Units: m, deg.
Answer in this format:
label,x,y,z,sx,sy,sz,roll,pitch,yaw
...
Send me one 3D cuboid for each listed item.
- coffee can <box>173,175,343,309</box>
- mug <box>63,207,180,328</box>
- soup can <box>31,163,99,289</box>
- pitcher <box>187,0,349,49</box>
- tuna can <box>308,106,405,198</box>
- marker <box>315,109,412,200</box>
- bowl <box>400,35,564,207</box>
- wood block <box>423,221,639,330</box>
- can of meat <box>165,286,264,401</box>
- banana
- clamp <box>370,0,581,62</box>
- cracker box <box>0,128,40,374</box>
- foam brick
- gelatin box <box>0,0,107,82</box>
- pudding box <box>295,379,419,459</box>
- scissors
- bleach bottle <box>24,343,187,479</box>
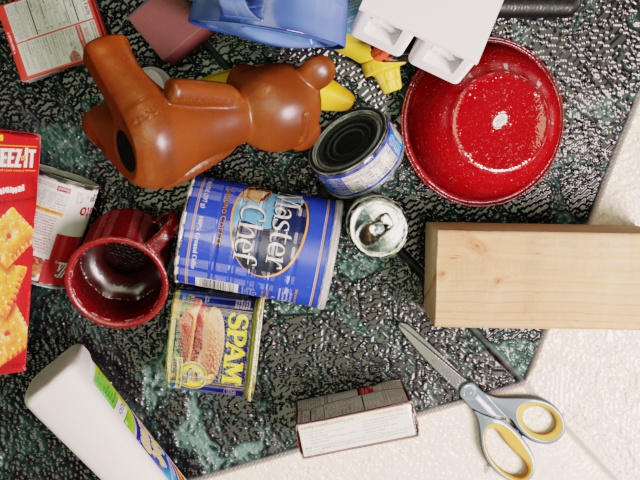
label,x,y,z,sx,sy,sz,roll,pitch,yaw
coffee can,-0.056,0.001,0.985,0.140,0.103,0.103,10,97,-1
mug,-0.174,0.014,0.984,0.117,0.081,0.093,-41,109,18
soup can,-0.255,-0.014,1.000,0.068,0.068,0.102,19,96,-3
pitcher,-0.029,-0.282,0.866,0.144,0.149,0.243,6,97,-28
tuna can,0.032,-0.082,0.982,0.086,0.086,0.033,-37,128,4
marker,0.043,-0.079,1.018,0.121,0.020,0.020,-41,95,4
bowl,0.158,-0.109,0.986,0.162,0.055,0.162,-1,97,-9
wood block,0.205,0.032,0.996,0.206,0.091,0.090,1,97,-1
can of meat,-0.101,0.096,1.020,0.084,0.057,0.102,7,97,1
banana,-0.070,-0.130,1.005,0.198,0.037,0.069,-17,110,2
clamp,0.133,-0.219,0.965,0.164,0.036,0.209,45,72,-7
cracker box,-0.330,0.001,0.962,0.164,0.071,0.214,11,98,39
foam brick,-0.135,-0.197,0.974,0.051,0.078,0.053,-40,93,4
gelatin box,-0.247,-0.195,0.998,0.089,0.030,0.073,-18,95,2
pudding box,0.033,0.169,1.012,0.113,0.090,0.039,-13,96,1
scissors,0.166,0.144,1.047,0.096,0.016,0.202,-30,96,2
bleach bottle,-0.175,0.217,1.022,0.068,0.102,0.250,-39,102,-2
